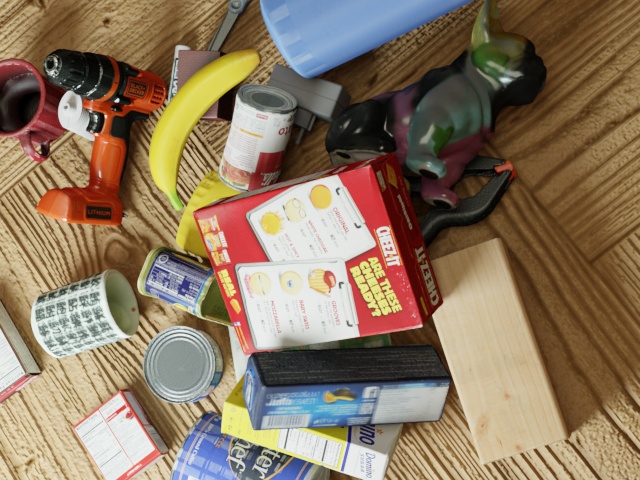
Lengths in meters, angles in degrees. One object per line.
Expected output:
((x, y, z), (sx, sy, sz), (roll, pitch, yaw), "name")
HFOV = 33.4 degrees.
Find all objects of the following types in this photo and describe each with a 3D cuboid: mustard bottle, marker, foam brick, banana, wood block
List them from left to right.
((-0.168, -0.167, 1.246), (0.020, 0.020, 0.121), (6, 84, 15), "marker")
((-0.138, -0.133, 1.174), (0.069, 0.037, 0.198), (28, 99, -7), "banana")
((-0.131, -0.175, 1.216), (0.053, 0.051, 0.078), (4, 92, 14), "foam brick")
((-0.058, 0.001, 1.175), (0.192, 0.058, 0.096), (25, 87, 16), "mustard bottle")
((0.177, 0.112, 1.082), (0.090, 0.090, 0.206), (-20, 78, 11), "wood block")

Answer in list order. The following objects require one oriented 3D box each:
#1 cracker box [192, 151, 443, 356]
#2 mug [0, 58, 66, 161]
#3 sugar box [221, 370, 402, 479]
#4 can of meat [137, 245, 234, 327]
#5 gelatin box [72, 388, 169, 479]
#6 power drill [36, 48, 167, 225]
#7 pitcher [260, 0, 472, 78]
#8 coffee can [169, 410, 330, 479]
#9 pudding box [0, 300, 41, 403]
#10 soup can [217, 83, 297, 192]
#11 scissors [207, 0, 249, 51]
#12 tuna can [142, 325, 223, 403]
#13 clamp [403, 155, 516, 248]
((-0.003, 0.017, 1.068), (0.214, 0.072, 0.164), (-13, 101, 30), "cracker box")
((-0.343, -0.148, 1.256), (0.093, 0.081, 0.117), (-22, 78, 11), "mug")
((-0.006, 0.187, 1.109), (0.176, 0.093, 0.048), (14, 115, 11), "sugar box")
((-0.133, 0.051, 1.158), (0.084, 0.102, 0.057), (21, 88, 27), "can of meat")
((-0.225, 0.224, 1.205), (0.073, 0.030, 0.089), (-38, 75, 8), "gelatin box")
((-0.254, -0.113, 1.186), (0.057, 0.184, 0.188), (21, 98, 29), "power drill")
((0.064, -0.274, 1.123), (0.243, 0.149, 0.145), (-26, 62, 15), "pitcher")
((-0.073, 0.252, 1.123), (0.140, 0.102, 0.103), (20, 88, 16), "coffee can")
((-0.395, 0.136, 1.256), (0.090, 0.039, 0.113), (-35, 78, 7), "pudding box")
((-0.068, -0.111, 1.159), (0.068, 0.068, 0.102), (26, 121, 16), "soup can")
((-0.076, -0.276, 1.238), (0.096, 0.016, 0.202), (14, 91, 12), "scissors")
((-0.153, 0.139, 1.194), (0.086, 0.033, 0.086), (-2, 82, 14), "tuna can")
((0.122, -0.051, 1.146), (0.171, 0.039, 0.120), (-31, 76, 6), "clamp")
